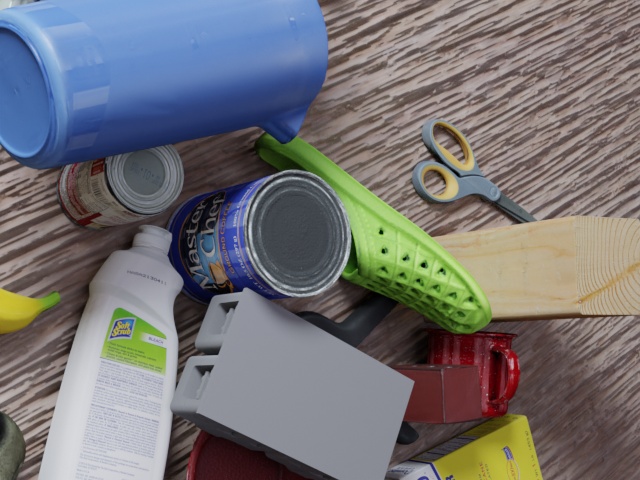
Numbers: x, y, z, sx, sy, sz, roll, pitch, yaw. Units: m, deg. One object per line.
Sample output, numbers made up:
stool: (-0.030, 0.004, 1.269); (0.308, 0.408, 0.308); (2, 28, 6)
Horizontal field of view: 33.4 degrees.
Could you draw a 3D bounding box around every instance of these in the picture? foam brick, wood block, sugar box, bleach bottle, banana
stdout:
foam brick: (0.104, 0.142, 0.996); (0.052, 0.078, 0.051); (2, 85, -42)
wood block: (0.200, 0.033, 1.032); (0.090, 0.207, 0.090); (3, 83, -35)
sugar box: (0.144, 0.247, 1.067); (0.175, 0.048, 0.093); (-19, 96, -36)
bleach bottle: (-0.156, 0.112, 0.867); (0.102, 0.068, 0.251); (22, 70, -31)
banana: (-0.275, 0.014, 0.791); (0.197, 0.037, 0.069); (54, 40, -40)

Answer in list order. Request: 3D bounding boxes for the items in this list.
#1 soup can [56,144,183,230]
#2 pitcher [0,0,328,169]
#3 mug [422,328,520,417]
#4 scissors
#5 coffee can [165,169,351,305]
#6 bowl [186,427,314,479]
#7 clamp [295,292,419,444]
soup can: (-0.162, -0.047, 0.856); (0.068, 0.102, 0.068); (5, 82, -34)
pitcher: (-0.124, -0.139, 0.778); (0.242, 0.149, 0.145); (-22, 137, -43)
mug: (0.153, 0.130, 1.047); (0.093, 0.117, 0.081); (6, 86, -34)
scissors: (0.167, -0.042, 1.135); (0.201, 0.016, 0.096); (47, 63, -21)
coffee can: (-0.056, 0.001, 0.900); (0.102, 0.141, 0.103); (5, 82, -34)
bowl: (-0.057, 0.206, 0.927); (0.161, 0.055, 0.162); (5, 81, -34)
clamp: (0.017, 0.124, 0.999); (0.209, 0.036, 0.164); (-6, 87, -39)
